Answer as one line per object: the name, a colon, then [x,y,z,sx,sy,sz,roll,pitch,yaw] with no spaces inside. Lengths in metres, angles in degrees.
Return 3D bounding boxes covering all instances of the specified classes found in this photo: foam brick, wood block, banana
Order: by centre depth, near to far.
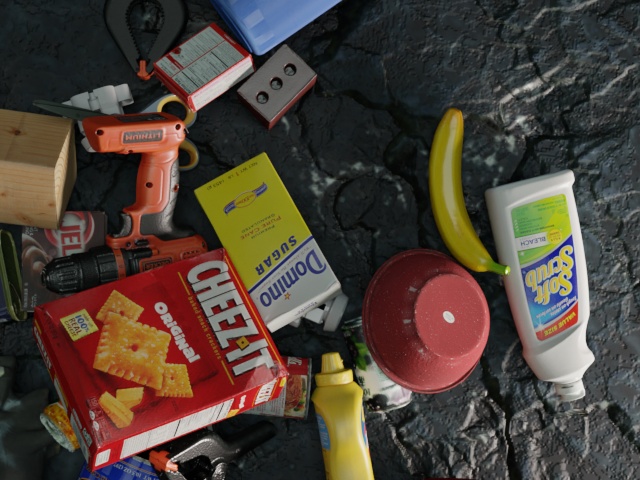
wood block: [-0.374,-0.085,1.140,0.206,0.090,0.090,8,44,-2]
foam brick: [-0.050,-0.171,1.194,0.053,0.051,0.078,44,87,0]
banana: [0.156,-0.047,1.199,0.070,0.037,0.198,-21,82,25]

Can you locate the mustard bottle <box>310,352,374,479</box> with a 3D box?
mustard bottle: [0.025,0.217,1.161,0.058,0.096,0.191,-9,88,-3]

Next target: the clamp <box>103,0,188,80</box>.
clamp: [-0.185,-0.288,1.199,0.164,0.036,0.210,-4,90,-2]

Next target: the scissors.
scissors: [-0.209,-0.141,1.154,0.201,0.016,0.096,30,67,-35]

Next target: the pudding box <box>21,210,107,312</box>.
pudding box: [-0.282,0.023,1.182,0.090,0.039,0.113,0,88,-4]

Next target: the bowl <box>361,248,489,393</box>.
bowl: [0.128,0.085,1.163,0.161,0.055,0.162,4,79,-24]

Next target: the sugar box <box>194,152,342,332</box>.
sugar box: [-0.058,0.001,1.168,0.093,0.048,0.176,-30,71,-2]

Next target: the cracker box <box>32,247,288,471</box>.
cracker box: [-0.163,0.115,1.089,0.213,0.072,0.164,-18,66,-25]

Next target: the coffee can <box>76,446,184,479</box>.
coffee can: [-0.220,0.287,1.144,0.103,0.103,0.140,24,87,-2]

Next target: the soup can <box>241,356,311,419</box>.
soup can: [-0.063,0.159,1.174,0.102,0.068,0.068,5,88,-2]

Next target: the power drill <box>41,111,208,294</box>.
power drill: [-0.209,-0.038,1.131,0.184,0.057,0.188,-10,113,-29]

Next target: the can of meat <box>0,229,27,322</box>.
can of meat: [-0.376,0.046,1.168,0.084,0.057,0.102,-12,88,-1]

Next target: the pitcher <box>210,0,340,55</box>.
pitcher: [-0.013,-0.322,1.173,0.243,0.149,0.145,-37,105,0]

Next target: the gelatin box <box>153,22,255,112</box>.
gelatin box: [-0.129,-0.191,1.180,0.089,0.030,0.073,-38,58,-14]

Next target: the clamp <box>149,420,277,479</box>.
clamp: [-0.118,0.252,1.139,0.039,0.171,0.120,10,90,41]

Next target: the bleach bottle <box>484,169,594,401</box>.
bleach bottle: [0.260,0.053,1.197,0.102,0.068,0.251,-14,91,-3]
